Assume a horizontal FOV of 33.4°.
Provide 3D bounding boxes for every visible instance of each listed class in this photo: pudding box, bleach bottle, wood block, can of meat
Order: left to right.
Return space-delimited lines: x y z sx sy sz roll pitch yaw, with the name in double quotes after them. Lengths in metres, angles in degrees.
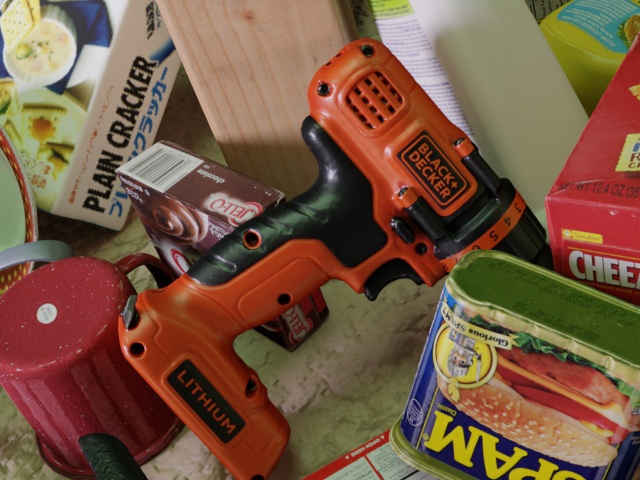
-0.054 0.001 0.590 0.039 0.090 0.114 -40 43 -23 "pudding box"
-0.025 -0.111 0.610 0.090 0.206 0.091 -13 42 10 "wood block"
0.062 -0.119 0.538 0.068 0.251 0.103 -33 17 -15 "bleach bottle"
0.089 0.062 0.440 0.102 0.084 0.057 23 27 17 "can of meat"

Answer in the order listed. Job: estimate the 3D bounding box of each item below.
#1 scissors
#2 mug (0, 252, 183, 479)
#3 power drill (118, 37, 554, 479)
-0.198 0.052 0.639 0.202 0.096 0.016 -31 52 36 "scissors"
-0.116 0.055 0.562 0.093 0.081 0.117 17 53 36 "mug"
0.014 0.028 0.505 0.187 0.184 0.057 -41 10 -1 "power drill"
